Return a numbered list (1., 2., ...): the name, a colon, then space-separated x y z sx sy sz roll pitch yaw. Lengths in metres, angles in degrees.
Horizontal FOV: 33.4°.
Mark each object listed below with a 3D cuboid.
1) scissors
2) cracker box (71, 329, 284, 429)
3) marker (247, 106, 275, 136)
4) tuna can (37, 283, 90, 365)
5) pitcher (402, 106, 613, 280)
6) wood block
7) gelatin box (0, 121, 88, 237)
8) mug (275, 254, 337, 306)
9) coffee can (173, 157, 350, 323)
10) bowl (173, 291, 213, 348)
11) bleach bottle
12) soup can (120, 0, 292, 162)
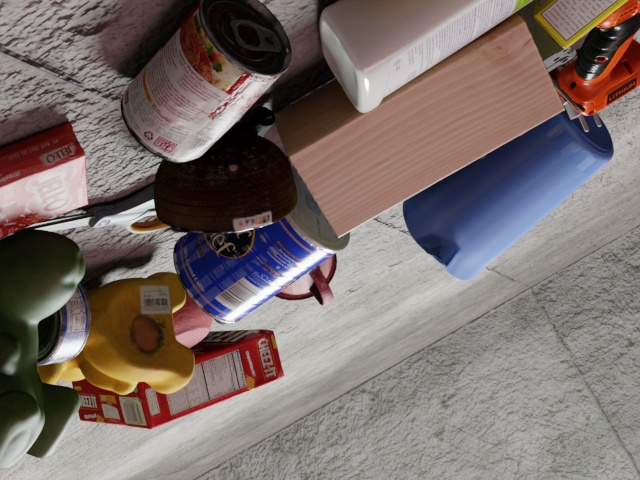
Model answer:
1. scissors: -0.166 -0.030 0.883 0.096 0.016 0.201 -36 164 24
2. cracker box: -0.181 0.170 1.352 0.213 0.072 0.164 -16 -173 -42
3. marker: -0.067 -0.076 0.901 0.020 0.020 0.121 -19 164 -33
4. tuna can: -0.243 0.066 0.933 0.086 0.086 0.033 -36 163 28
5. pitcher: 0.225 -0.076 1.275 0.144 0.149 0.243 10 139 -44
6. wood block: 0.075 -0.104 0.864 0.206 0.090 0.090 -30 -151 6
7. gelatin box: -0.202 -0.040 0.748 0.073 0.030 0.089 -24 166 -19
8. mug: -0.022 0.018 1.131 0.093 0.117 0.081 -28 161 -10
9. coffee can: -0.057 0.001 1.021 0.140 0.103 0.102 -36 164 27
10. bowl: -0.181 0.100 1.237 0.162 0.055 0.162 -26 166 -7
11. bleach bottle: 0.122 -0.189 0.774 0.250 0.068 0.102 -30 170 -4
12. soup can: -0.075 -0.104 0.684 0.068 0.068 0.102 -12 159 -48
